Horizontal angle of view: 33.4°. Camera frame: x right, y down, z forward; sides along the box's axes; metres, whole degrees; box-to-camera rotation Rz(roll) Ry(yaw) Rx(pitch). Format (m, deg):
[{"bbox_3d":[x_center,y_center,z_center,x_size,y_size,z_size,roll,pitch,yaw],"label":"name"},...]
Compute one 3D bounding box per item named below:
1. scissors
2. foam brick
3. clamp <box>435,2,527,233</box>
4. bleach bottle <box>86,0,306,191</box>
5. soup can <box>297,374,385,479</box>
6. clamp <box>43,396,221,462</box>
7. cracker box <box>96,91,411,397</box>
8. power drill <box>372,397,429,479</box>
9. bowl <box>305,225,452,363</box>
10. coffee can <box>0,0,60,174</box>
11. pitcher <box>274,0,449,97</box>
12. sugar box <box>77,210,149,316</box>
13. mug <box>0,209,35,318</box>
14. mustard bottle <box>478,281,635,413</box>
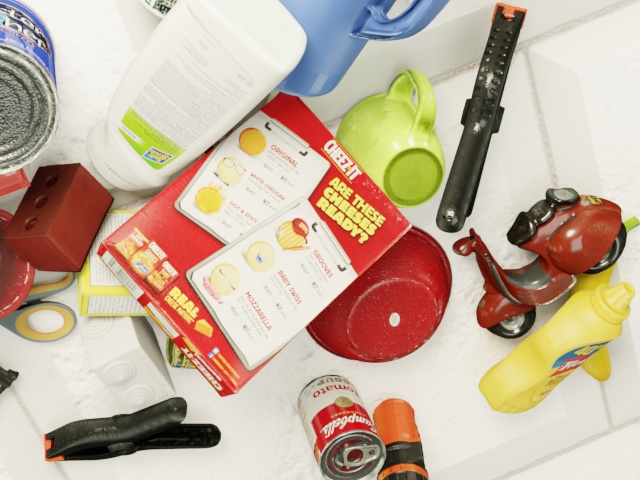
[{"bbox_3d":[-0.314,0.075,0.980,0.201,0.016,0.096,-23,120,-3],"label":"scissors"},{"bbox_3d":[-0.221,-0.019,0.902,0.053,0.078,0.051,-2,145,31],"label":"foam brick"},{"bbox_3d":[0.142,-0.105,0.951,0.036,0.164,0.210,15,106,8],"label":"clamp"},{"bbox_3d":[-0.123,-0.113,0.854,0.102,0.068,0.251,42,134,-15],"label":"bleach bottle"},{"bbox_3d":[0.019,0.191,1.082,0.068,0.102,0.068,-6,118,-12],"label":"soup can"},{"bbox_3d":[-0.184,0.192,1.045,0.172,0.039,0.120,-12,148,18],"label":"clamp"},{"bbox_3d":[-0.056,0.001,0.905,0.213,0.072,0.164,-43,93,-20],"label":"cracker box"},{"bbox_3d":[0.092,0.287,1.117,0.057,0.184,0.187,-6,128,3],"label":"power drill"},{"bbox_3d":[0.063,0.064,1.056,0.162,0.055,0.162,-7,119,-13],"label":"bowl"},{"bbox_3d":[-0.255,-0.124,0.821,0.102,0.140,0.103,-6,118,-12],"label":"coffee can"},{"bbox_3d":[0.025,-0.223,0.816,0.145,0.149,0.243,24,128,-13],"label":"pitcher"},{"bbox_3d":[-0.127,0.020,0.957,0.176,0.093,0.048,3,145,-18],"label":"sugar box"},{"bbox_3d":[-0.297,0.018,0.910,0.082,0.117,0.093,-1,100,33],"label":"mug"},{"bbox_3d":[0.248,0.103,1.080,0.096,0.058,0.192,-7,147,-41],"label":"mustard bottle"}]
